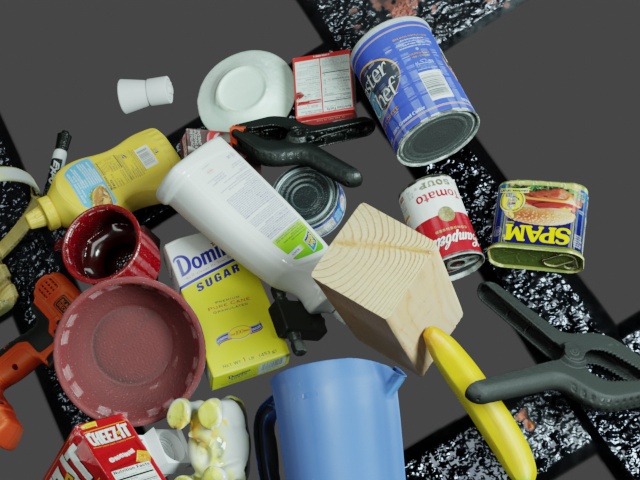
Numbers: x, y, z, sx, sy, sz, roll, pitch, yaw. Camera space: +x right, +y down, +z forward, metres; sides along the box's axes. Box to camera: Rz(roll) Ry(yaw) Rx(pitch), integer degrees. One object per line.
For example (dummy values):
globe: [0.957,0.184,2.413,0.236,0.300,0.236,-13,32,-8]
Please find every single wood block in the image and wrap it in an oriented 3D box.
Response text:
wood block: [0.074,0.055,1.085,0.091,0.206,0.090,30,78,24]

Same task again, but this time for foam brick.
foam brick: [-0.224,0.028,1.262,0.051,0.053,0.078,-6,67,13]

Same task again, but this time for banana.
banana: [0.167,0.169,1.079,0.037,0.069,0.198,-33,82,1]

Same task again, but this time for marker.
marker: [-0.337,-0.085,1.357,0.020,0.020,0.121,2,69,16]

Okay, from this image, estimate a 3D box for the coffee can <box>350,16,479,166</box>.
coffee can: [0.107,-0.171,1.226,0.103,0.102,0.140,-26,64,4]

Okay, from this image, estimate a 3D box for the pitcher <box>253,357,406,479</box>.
pitcher: [0.018,0.249,1.074,0.145,0.149,0.243,-2,69,-12]

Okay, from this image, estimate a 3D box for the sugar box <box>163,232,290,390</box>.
sugar box: [-0.108,0.071,1.203,0.093,0.048,0.176,-16,66,-17]

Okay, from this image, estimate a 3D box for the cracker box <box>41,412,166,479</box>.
cracker box: [-0.208,0.313,1.090,0.214,0.071,0.164,51,123,25]

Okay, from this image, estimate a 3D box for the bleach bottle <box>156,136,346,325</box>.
bleach bottle: [-0.058,0.001,1.177,0.251,0.068,0.102,44,47,4]

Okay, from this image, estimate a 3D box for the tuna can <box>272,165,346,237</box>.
tuna can: [-0.015,-0.046,1.246,0.086,0.033,0.086,-5,67,13]

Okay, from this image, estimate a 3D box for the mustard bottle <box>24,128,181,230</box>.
mustard bottle: [-0.260,-0.061,1.271,0.191,0.058,0.096,-26,62,-21]

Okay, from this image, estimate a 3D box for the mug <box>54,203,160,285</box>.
mug: [-0.241,0.016,1.196,0.117,0.081,0.093,2,70,15]

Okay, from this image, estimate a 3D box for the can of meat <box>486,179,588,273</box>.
can of meat: [0.237,-0.016,1.154,0.102,0.057,0.084,5,67,16]

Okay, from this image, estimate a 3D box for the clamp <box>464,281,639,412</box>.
clamp: [0.243,0.129,1.069,0.210,0.036,0.164,20,42,7]

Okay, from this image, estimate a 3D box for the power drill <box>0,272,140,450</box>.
power drill: [-0.317,0.150,1.234,0.187,0.057,0.185,-44,58,-8]

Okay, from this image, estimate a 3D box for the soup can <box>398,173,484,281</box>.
soup can: [0.132,-0.013,1.174,0.068,0.068,0.102,-20,64,6]

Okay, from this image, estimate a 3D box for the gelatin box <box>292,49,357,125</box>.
gelatin box: [0.006,-0.184,1.299,0.073,0.030,0.089,-8,67,10]

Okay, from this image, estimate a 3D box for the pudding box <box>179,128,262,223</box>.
pudding box: [-0.116,-0.074,1.260,0.089,0.039,0.113,2,66,-23]

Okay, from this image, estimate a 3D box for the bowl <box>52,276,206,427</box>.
bowl: [-0.206,0.118,1.158,0.162,0.055,0.162,0,92,-7]

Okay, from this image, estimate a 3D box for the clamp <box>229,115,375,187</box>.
clamp: [-0.018,-0.118,1.248,0.171,0.039,0.120,15,38,12]
